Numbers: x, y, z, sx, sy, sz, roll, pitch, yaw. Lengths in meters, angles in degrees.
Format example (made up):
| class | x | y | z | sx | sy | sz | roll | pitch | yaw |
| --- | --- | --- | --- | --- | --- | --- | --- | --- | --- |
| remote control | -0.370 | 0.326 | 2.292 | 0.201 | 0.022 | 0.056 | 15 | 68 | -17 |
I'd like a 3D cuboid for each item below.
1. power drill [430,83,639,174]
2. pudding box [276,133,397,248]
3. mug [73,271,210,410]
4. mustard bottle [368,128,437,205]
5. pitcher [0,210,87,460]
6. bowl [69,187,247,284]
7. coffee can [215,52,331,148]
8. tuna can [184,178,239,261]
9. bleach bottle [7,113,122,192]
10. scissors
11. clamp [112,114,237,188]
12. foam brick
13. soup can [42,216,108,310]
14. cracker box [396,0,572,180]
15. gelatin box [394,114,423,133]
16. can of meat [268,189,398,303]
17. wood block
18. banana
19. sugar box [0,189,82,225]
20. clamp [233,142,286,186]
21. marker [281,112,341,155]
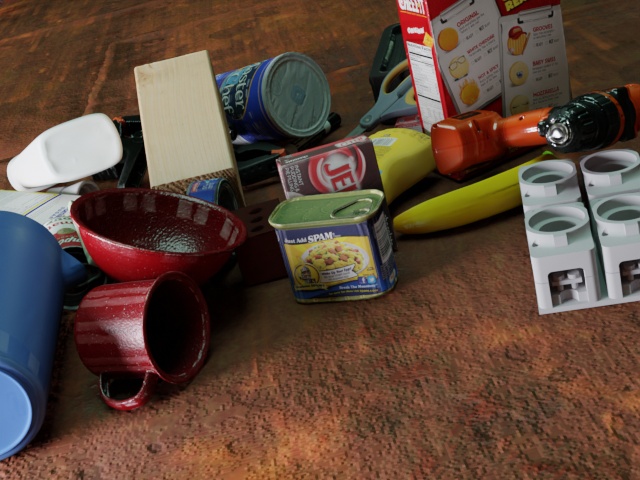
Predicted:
| class | x | y | z | sx | sy | sz | roll | pitch | yaw |
| --- | --- | --- | --- | --- | --- | --- | --- | --- | --- |
| power drill | 0.201 | -0.102 | 1.003 | 0.188 | 0.057 | 0.184 | -5 | 8 | 39 |
| pudding box | 0.015 | -0.035 | 1.008 | 0.090 | 0.113 | 0.039 | -17 | 21 | -5 |
| mug | -0.154 | 0.086 | 0.895 | 0.082 | 0.093 | 0.117 | -6 | 62 | 29 |
| mustard bottle | 0.036 | -0.054 | 1.102 | 0.096 | 0.058 | 0.191 | 5 | 31 | 39 |
| pitcher | -0.298 | 0.082 | 0.922 | 0.149 | 0.145 | 0.243 | -44 | 26 | 11 |
| bowl | -0.150 | 0.004 | 0.974 | 0.162 | 0.055 | 0.162 | 9 | 20 | -4 |
| coffee can | -0.070 | -0.169 | 1.320 | 0.102 | 0.103 | 0.141 | -34 | 18 | -36 |
| tuna can | -0.107 | -0.020 | 1.077 | 0.034 | 0.086 | 0.086 | -7 | 25 | 12 |
| bleach bottle | -0.335 | -0.101 | 1.353 | 0.102 | 0.068 | 0.251 | -22 | 7 | -26 |
| scissors | 0.075 | -0.138 | 1.247 | 0.096 | 0.016 | 0.201 | 22 | 67 | 38 |
| clamp | -0.219 | -0.114 | 1.330 | 0.164 | 0.036 | 0.210 | -37 | 34 | -24 |
| foam brick | -0.057 | 0.001 | 1.045 | 0.053 | 0.051 | 0.078 | -15 | 25 | 0 |
| soup can | -0.259 | 0.021 | 1.098 | 0.068 | 0.068 | 0.102 | -20 | 24 | -11 |
| cracker box | 0.177 | -0.194 | 1.133 | 0.164 | 0.213 | 0.072 | -24 | 26 | -20 |
| gelatin box | 0.138 | -0.146 | 1.276 | 0.089 | 0.030 | 0.073 | -7 | 26 | 17 |
| can of meat | 0.014 | 0.006 | 0.955 | 0.102 | 0.084 | 0.057 | -5 | 26 | 20 |
| wood block | -0.146 | -0.108 | 1.194 | 0.091 | 0.090 | 0.206 | -15 | 47 | -2 |
| banana | 0.168 | -0.044 | 1.042 | 0.197 | 0.037 | 0.070 | -22 | 3 | -20 |
| sugar box | -0.347 | -0.020 | 1.263 | 0.176 | 0.048 | 0.093 | 8 | 33 | 34 |
| clamp | -0.111 | -0.095 | 1.294 | 0.172 | 0.039 | 0.120 | -6 | 36 | 21 |
| marker | -0.011 | -0.132 | 1.341 | 0.020 | 0.020 | 0.120 | 5 | 31 | 36 |
